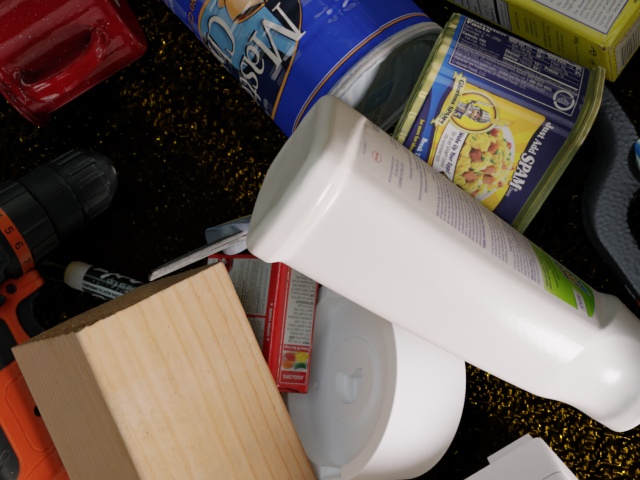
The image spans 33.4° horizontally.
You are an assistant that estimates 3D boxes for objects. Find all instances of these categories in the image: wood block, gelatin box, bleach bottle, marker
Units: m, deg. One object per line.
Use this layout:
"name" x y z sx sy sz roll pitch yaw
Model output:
"wood block" -0.064 0.126 0.550 0.091 0.090 0.206 -17 97 52
"gelatin box" -0.037 0.045 0.602 0.089 0.030 0.073 -1 81 57
"bleach bottle" 0.087 0.029 0.528 0.250 0.102 0.068 33 115 -12
"marker" -0.126 0.029 0.656 0.121 0.020 0.020 17 89 16

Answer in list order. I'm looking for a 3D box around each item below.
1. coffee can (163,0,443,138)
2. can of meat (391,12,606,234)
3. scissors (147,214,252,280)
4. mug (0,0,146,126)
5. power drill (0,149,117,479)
"coffee can" -0.012 -0.126 0.599 0.103 0.102 0.140 -43 75 7
"can of meat" 0.086 -0.059 0.558 0.084 0.102 0.057 23 47 -1
"scissors" -0.054 0.001 0.560 0.096 0.201 0.016 -17 94 36
"mug" -0.157 -0.122 0.637 0.081 0.093 0.117 -30 37 5
"power drill" -0.153 0.062 0.598 0.184 0.057 0.187 -37 100 -26
